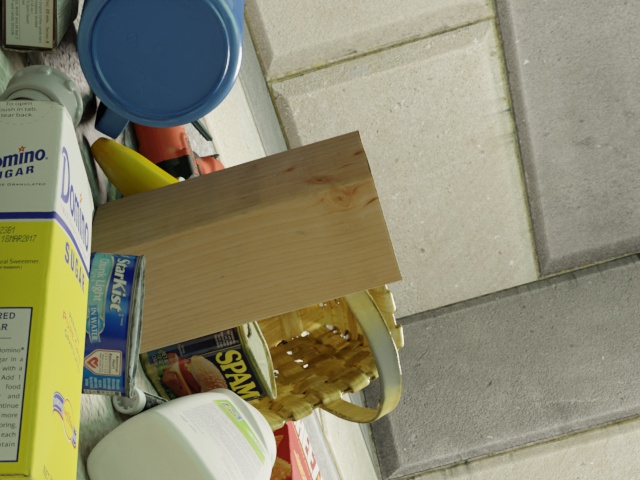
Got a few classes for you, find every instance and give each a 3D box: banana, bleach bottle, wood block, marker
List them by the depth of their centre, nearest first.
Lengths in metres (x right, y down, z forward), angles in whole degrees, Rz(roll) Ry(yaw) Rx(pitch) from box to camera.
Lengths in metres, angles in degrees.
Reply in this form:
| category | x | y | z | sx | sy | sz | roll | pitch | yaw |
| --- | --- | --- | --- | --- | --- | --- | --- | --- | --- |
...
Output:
| category | x | y | z | sx | sy | sz | roll | pitch | yaw |
| --- | --- | --- | --- | --- | --- | --- | --- | --- | --- |
| bleach bottle | -0.072 | 0.153 | 0.727 | 0.102 | 0.068 | 0.250 | 55 | 6 | 8 |
| marker | -0.121 | 0.119 | 0.760 | 0.121 | 0.020 | 0.020 | 63 | 12 | -75 |
| wood block | -0.055 | 0.000 | 0.782 | 0.090 | 0.206 | 0.091 | -99 | 172 | -63 |
| banana | -0.093 | -0.025 | 0.856 | 0.197 | 0.037 | 0.069 | 20 | 30 | -28 |

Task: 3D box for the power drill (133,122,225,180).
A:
| category | x | y | z | sx | sy | sz | roll | pitch | yaw |
| --- | --- | --- | --- | --- | --- | --- | --- | --- | --- |
| power drill | -0.126 | -0.037 | 1.066 | 0.187 | 0.057 | 0.184 | 59 | 16 | -78 |

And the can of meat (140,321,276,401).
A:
| category | x | y | z | sx | sy | sz | roll | pitch | yaw |
| --- | --- | --- | --- | --- | --- | --- | --- | --- | --- |
| can of meat | -0.089 | 0.093 | 0.847 | 0.102 | 0.084 | 0.057 | 71 | 5 | -48 |

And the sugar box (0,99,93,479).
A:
| category | x | y | z | sx | sy | sz | roll | pitch | yaw |
| --- | --- | --- | --- | --- | --- | --- | --- | --- | --- |
| sugar box | -0.129 | 0.034 | 0.466 | 0.093 | 0.048 | 0.176 | 95 | -5 | -59 |

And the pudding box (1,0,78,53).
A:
| category | x | y | z | sx | sy | sz | roll | pitch | yaw |
| --- | --- | --- | --- | --- | --- | --- | --- | --- | --- |
| pudding box | -0.182 | -0.188 | 0.695 | 0.090 | 0.039 | 0.113 | -96 | -169 | -65 |

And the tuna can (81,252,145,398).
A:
| category | x | y | z | sx | sy | sz | roll | pitch | yaw |
| --- | --- | --- | --- | --- | --- | --- | --- | --- | --- |
| tuna can | -0.125 | 0.050 | 0.636 | 0.086 | 0.033 | 0.086 | -176 | -90 | -84 |

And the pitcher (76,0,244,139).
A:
| category | x | y | z | sx | sy | sz | roll | pitch | yaw |
| --- | --- | --- | --- | --- | --- | --- | --- | --- | --- |
| pitcher | -0.122 | -0.156 | 0.799 | 0.243 | 0.145 | 0.149 | -107 | -177 | -68 |
